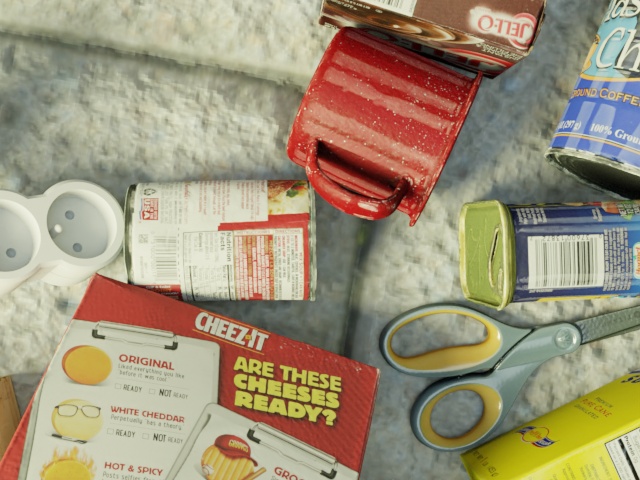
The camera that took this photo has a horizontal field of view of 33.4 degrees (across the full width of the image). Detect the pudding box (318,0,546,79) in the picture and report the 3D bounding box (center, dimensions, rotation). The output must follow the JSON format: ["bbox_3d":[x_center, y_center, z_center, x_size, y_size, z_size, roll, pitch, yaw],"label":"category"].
[{"bbox_3d":[0.058,-0.126,0.585,0.113,0.090,0.039,19,89,-2],"label":"pudding box"}]

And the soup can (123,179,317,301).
[{"bbox_3d":[-0.054,0.001,0.592,0.102,0.068,0.068,-1,91,-2],"label":"soup can"}]

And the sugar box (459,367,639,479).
[{"bbox_3d":[0.171,0.107,0.592,0.176,0.093,0.048,-28,92,-3],"label":"sugar box"}]

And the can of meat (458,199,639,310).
[{"bbox_3d":[0.128,0.006,0.585,0.084,0.102,0.057,-2,90,-5],"label":"can of meat"}]

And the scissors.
[{"bbox_3d":[0.134,0.077,0.628,0.201,0.016,0.096,1,92,-3],"label":"scissors"}]

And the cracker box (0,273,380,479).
[{"bbox_3d":[-0.071,0.134,0.511,0.164,0.213,0.072,19,133,-3],"label":"cracker box"}]

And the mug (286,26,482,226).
[{"bbox_3d":[0.029,-0.057,0.579,0.081,0.093,0.117,24,51,2],"label":"mug"}]
